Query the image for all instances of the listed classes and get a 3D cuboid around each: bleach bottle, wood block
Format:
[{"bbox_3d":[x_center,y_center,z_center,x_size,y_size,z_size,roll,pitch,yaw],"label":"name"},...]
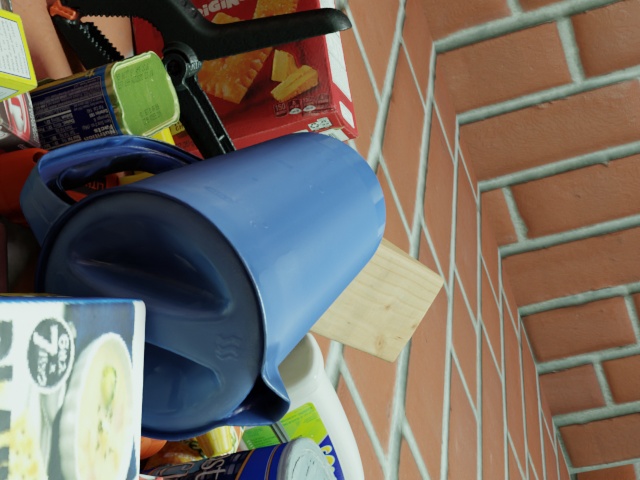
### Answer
[{"bbox_3d":[-0.005,0.189,0.917,0.068,0.102,0.250,-105,170,-51],"label":"bleach bottle"},{"bbox_3d":[0.002,0.022,0.885,0.091,0.090,0.205,36,6,40],"label":"wood block"}]

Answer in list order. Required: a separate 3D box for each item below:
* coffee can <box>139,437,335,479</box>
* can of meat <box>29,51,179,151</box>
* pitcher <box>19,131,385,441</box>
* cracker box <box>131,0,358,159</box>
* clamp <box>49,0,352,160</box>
[{"bbox_3d":[-0.065,0.183,0.648,0.102,0.140,0.103,-14,90,-74],"label":"coffee can"},{"bbox_3d":[-0.149,-0.084,0.694,0.102,0.084,0.057,-56,130,-69],"label":"can of meat"},{"bbox_3d":[-0.054,0.001,0.631,0.242,0.145,0.149,-37,120,-64],"label":"pitcher"},{"bbox_3d":[-0.070,-0.172,0.893,0.072,0.164,0.214,36,43,-69],"label":"cracker box"},{"bbox_3d":[-0.098,-0.115,0.767,0.036,0.210,0.165,-51,160,-71],"label":"clamp"}]
